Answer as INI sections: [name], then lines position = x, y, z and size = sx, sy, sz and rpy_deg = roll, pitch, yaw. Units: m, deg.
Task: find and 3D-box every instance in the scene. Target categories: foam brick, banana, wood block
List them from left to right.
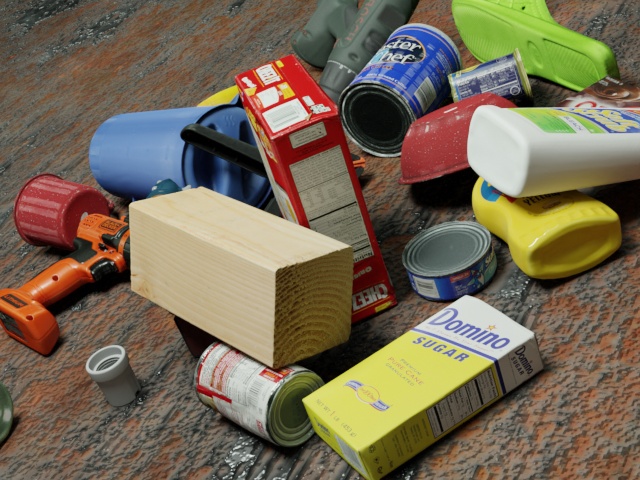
[foam brick]
position = -0.100, 0.070, 1.047
size = 0.051, 0.053, 0.078
rpy_deg = -7, 35, 23
[wood block]
position = -0.074, 0.027, 0.946
size = 0.090, 0.091, 0.206
rpy_deg = -17, 27, -40
[banana]
position = -0.097, -0.193, 1.436
size = 0.070, 0.037, 0.197
rpy_deg = -21, 7, 24

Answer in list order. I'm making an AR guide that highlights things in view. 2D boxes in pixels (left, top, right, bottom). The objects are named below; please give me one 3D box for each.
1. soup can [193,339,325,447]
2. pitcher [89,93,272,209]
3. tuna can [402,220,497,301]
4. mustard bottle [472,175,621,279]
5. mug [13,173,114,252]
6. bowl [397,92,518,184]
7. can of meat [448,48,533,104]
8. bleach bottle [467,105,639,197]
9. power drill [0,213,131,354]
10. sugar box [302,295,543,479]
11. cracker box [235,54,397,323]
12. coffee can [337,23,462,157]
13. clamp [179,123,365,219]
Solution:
[soup can]
position = -0.051, 0.128, 0.911
size = 0.068, 0.068, 0.102
rpy_deg = -40, 36, -28
[pitcher]
position = -0.178, -0.087, 1.275
size = 0.149, 0.145, 0.243
rpy_deg = -33, 25, -33
[tuna can]
position = 0.122, 0.019, 1.006
size = 0.086, 0.033, 0.086
rpy_deg = -16, 31, 10
[mustard bottle]
position = 0.199, -0.034, 1.019
size = 0.096, 0.058, 0.192
rpy_deg = -20, 30, -7
[mug]
position = -0.304, -0.033, 1.310
size = 0.082, 0.093, 0.117
rpy_deg = 12, 18, 36
[bowl]
position = 0.147, -0.114, 1.127
size = 0.162, 0.055, 0.162
rpy_deg = -22, 10, 4
[can of meat]
position = 0.194, -0.175, 1.216
size = 0.084, 0.057, 0.102
rpy_deg = -18, 0, 13
[bleach bottle]
position = 0.271, -0.092, 1.001
size = 0.250, 0.068, 0.103
rpy_deg = -7, 29, -22
[power drill]
position = -0.258, 0.045, 1.182
size = 0.185, 0.057, 0.187
rpy_deg = 15, 44, 45
[sugar box]
position = 0.083, 0.116, 0.868
size = 0.176, 0.048, 0.093
rpy_deg = -33, 33, -17
[cracker box]
position = -0.004, -0.049, 1.016
size = 0.072, 0.213, 0.164
rpy_deg = -22, 31, -5
[coffee can]
position = 0.096, -0.179, 1.266
size = 0.103, 0.103, 0.140
rpy_deg = 2, 38, 34
[clamp]
position = -0.045, -0.073, 1.165
size = 0.209, 0.164, 0.036
rpy_deg = -20, -14, -35
